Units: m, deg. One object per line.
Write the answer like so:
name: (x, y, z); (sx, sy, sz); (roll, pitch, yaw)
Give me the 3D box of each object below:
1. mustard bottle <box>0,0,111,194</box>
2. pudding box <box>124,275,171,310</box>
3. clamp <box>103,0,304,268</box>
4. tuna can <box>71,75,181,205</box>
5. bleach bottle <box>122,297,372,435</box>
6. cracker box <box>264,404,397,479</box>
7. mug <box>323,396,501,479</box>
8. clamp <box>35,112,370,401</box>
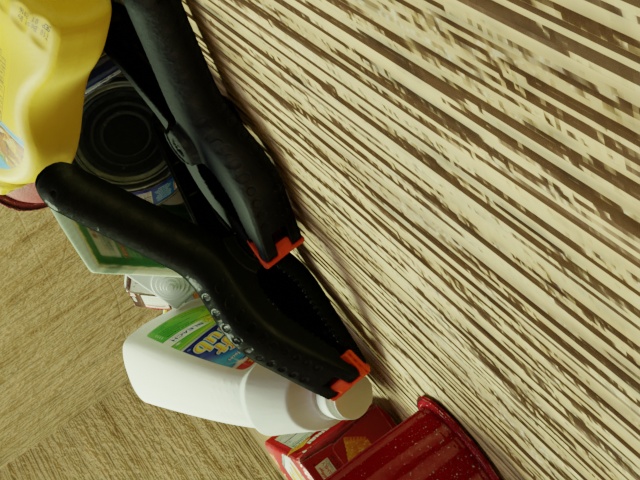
mustard bottle: (-0.164, -0.087, 0.576); (0.096, 0.058, 0.192); (51, 143, 16)
pudding box: (-0.143, -0.001, 0.939); (0.090, 0.039, 0.113); (110, 167, -78)
clamp: (-0.068, -0.064, 0.569); (0.171, 0.039, 0.120); (63, 168, -22)
tuna can: (-0.126, -0.064, 0.698); (0.086, 0.086, 0.034); (53, 165, 14)
bleach bottle: (-0.044, 0.089, 0.746); (0.251, 0.102, 0.068); (1, 112, 56)
cracker box: (0.043, 0.197, 0.771); (0.164, 0.072, 0.214); (53, 168, 1)
mug: (0.055, 0.151, 0.554); (0.117, 0.081, 0.093); (52, 169, 20)
clamp: (-0.053, 0.005, 0.619); (0.210, 0.036, 0.164); (43, -155, -10)
